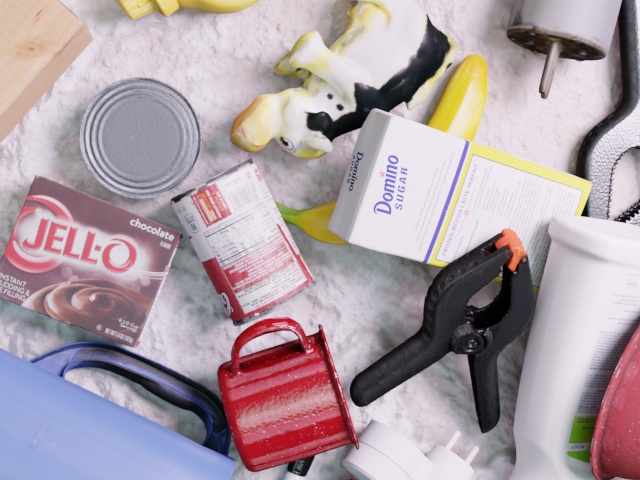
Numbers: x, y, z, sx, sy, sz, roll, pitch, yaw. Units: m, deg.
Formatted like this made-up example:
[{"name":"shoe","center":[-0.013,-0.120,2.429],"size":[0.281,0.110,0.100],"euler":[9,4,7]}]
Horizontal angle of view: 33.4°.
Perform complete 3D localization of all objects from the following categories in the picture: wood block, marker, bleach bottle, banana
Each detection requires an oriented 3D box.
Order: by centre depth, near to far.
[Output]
[{"name":"wood block","center":[-0.258,-0.095,0.720],"size":[0.090,0.091,0.206],"euler":[41,88,-7]},{"name":"bleach bottle","center":[0.183,0.111,0.780],"size":[0.102,0.068,0.251],"euler":[6,105,-33]},{"name":"banana","center":[0.060,-0.055,0.788],"size":[0.197,0.037,0.069],"euler":[-38,98,-4]},{"name":"marker","center":[-0.029,0.204,0.799],"size":[0.020,0.020,0.121],"euler":[20,90,-8]}]

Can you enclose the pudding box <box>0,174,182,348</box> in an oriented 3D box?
[{"name":"pudding box","center":[-0.166,0.015,0.763],"size":[0.113,0.039,0.090],"euler":[22,89,-8]}]

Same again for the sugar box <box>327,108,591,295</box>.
[{"name":"sugar box","center":[0.101,-0.025,0.763],"size":[0.176,0.048,0.093],"euler":[16,98,-23]}]

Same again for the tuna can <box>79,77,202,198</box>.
[{"name":"tuna can","center":[-0.128,-0.073,0.766],"size":[0.086,0.034,0.086],"euler":[0,93,-7]}]

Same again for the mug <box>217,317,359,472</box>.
[{"name":"mug","center":[-0.027,0.106,0.755],"size":[0.081,0.093,0.117],"euler":[-17,122,-2]}]

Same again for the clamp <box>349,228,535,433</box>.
[{"name":"clamp","center":[0.110,0.072,0.769],"size":[0.120,0.039,0.172],"euler":[20,120,-26]}]

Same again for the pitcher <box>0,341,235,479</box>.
[{"name":"pitcher","center":[-0.185,0.146,0.732],"size":[0.243,0.149,0.145],"euler":[30,104,-4]}]

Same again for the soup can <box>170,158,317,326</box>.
[{"name":"soup can","center":[-0.055,0.001,0.762],"size":[0.068,0.068,0.102],"euler":[-28,95,-5]}]
